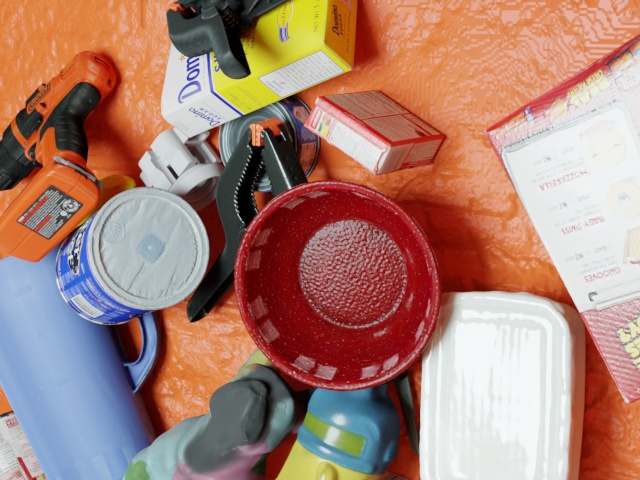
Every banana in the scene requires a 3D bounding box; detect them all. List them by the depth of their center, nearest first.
[{"bbox_3d":[-0.241,-0.025,1.034,0.198,0.069,0.037,-21,103,27],"label":"banana"}]

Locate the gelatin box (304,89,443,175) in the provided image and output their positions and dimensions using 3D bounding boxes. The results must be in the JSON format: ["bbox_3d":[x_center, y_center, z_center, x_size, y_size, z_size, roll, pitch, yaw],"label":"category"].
[{"bbox_3d":[0.043,-0.084,0.821,0.073,0.089,0.030,37,118,23],"label":"gelatin box"}]

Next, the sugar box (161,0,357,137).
[{"bbox_3d":[-0.053,-0.156,0.876,0.177,0.048,0.093,-17,54,32],"label":"sugar box"}]

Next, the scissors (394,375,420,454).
[{"bbox_3d":[0.044,0.074,0.892,0.096,0.016,0.202,7,102,34],"label":"scissors"}]

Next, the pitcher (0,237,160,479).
[{"bbox_3d":[-0.236,0.121,1.028,0.149,0.144,0.243,-27,87,48],"label":"pitcher"}]

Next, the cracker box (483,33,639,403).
[{"bbox_3d":[0.234,-0.023,0.716,0.164,0.071,0.214,-32,81,34],"label":"cracker box"}]

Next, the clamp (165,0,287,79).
[{"bbox_3d":[-0.075,-0.169,0.836,0.172,0.120,0.039,1,137,50],"label":"clamp"}]

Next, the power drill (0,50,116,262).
[{"bbox_3d":[-0.259,-0.069,0.985,0.185,0.057,0.187,-42,36,24],"label":"power drill"}]

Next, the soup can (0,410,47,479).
[{"bbox_3d":[-0.327,0.241,1.135,0.069,0.068,0.102,-39,76,32],"label":"soup can"}]

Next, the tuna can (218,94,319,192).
[{"bbox_3d":[-0.045,-0.084,0.912,0.086,0.033,0.086,6,102,33],"label":"tuna can"}]

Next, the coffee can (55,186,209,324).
[{"bbox_3d":[-0.168,0.017,0.938,0.141,0.102,0.103,-21,85,63],"label":"coffee can"}]

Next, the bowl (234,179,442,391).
[{"bbox_3d":[0.018,0.031,0.819,0.162,0.055,0.162,3,100,16],"label":"bowl"}]

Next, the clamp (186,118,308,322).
[{"bbox_3d":[-0.056,0.001,0.900,0.165,0.036,0.210,9,111,34],"label":"clamp"}]
